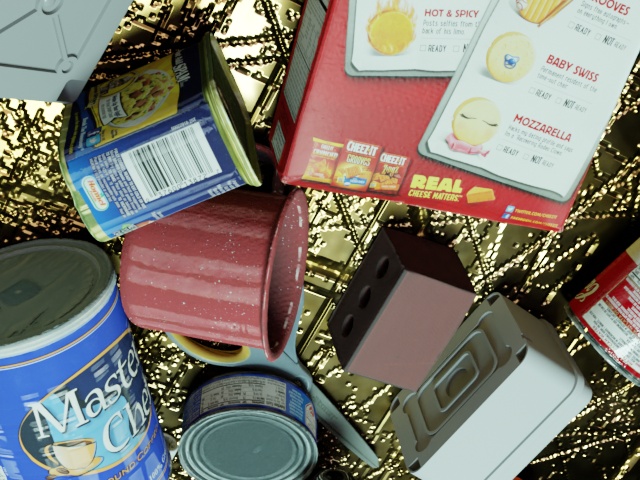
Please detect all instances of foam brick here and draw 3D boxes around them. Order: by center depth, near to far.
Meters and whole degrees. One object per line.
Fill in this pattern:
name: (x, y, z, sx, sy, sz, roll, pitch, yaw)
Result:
foam brick: (0.047, 0.041, 0.636, 0.051, 0.053, 0.078, 20, 113, -21)

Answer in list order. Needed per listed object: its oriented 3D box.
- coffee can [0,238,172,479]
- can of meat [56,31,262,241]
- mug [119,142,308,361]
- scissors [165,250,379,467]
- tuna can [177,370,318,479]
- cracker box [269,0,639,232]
coffee can: (-0.148, 0.084, 0.594, 0.102, 0.103, 0.140, -13, 121, -4)
can of meat: (-0.080, -0.052, 0.531, 0.084, 0.102, 0.057, -22, 120, 4)
mug: (-0.054, 0.001, 0.573, 0.081, 0.093, 0.117, 9, 78, 10)
scissors: (-0.009, 0.070, 0.663, 0.201, 0.016, 0.096, 33, 108, -26)
tuna can: (-0.044, 0.120, 0.663, 0.086, 0.033, 0.086, 0, 132, 0)
cracker box: (0.079, -0.121, 0.540, 0.164, 0.072, 0.214, 9, 116, -16)
